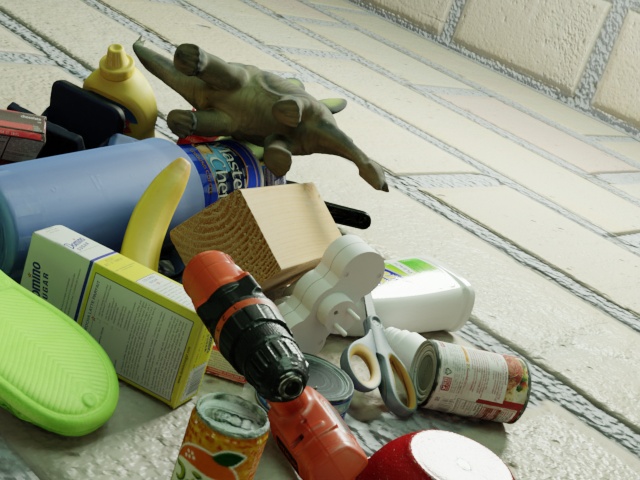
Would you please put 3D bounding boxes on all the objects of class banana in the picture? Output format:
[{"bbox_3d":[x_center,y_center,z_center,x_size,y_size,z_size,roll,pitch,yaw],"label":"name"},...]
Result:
[{"bbox_3d":[-0.156,0.010,1.002,0.070,0.037,0.198,-10,56,12],"label":"banana"}]

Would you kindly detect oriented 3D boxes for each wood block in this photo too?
[{"bbox_3d":[-0.058,0.001,1.108,0.091,0.090,0.205,61,19,5],"label":"wood block"}]

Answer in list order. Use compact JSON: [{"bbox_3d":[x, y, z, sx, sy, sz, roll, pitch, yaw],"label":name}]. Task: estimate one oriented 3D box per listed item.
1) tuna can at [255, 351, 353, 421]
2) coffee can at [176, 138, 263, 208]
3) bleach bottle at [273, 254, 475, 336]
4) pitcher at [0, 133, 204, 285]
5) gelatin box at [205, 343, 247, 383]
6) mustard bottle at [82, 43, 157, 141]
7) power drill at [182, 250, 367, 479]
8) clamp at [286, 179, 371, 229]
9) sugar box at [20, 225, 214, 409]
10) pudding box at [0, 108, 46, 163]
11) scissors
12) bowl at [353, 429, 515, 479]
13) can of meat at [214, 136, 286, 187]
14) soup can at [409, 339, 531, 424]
[{"bbox_3d":[-0.014,0.135,0.965,0.086,0.034,0.086,17,20,-7],"label":"tuna can"},{"bbox_3d":[-0.149,-0.066,1.267,0.103,0.103,0.140,29,23,26],"label":"coffee can"},{"bbox_3d":[0.053,0.068,1.163,0.250,0.068,0.103,-6,33,-44],"label":"bleach bottle"},{"bbox_3d":[-0.235,-0.018,1.054,0.149,0.145,0.242,18,20,34],"label":"pitcher"},{"bbox_3d":[-0.103,0.095,0.996,0.089,0.030,0.073,17,19,-5],"label":"gelatin box"},{"bbox_3d":[-0.241,-0.154,1.285,0.096,0.192,0.058,27,49,18],"label":"mustard bottle"},{"bbox_3d":[-0.029,0.110,0.817,0.057,0.187,0.185,-31,34,-7],"label":"power drill"},{"bbox_3d":[-0.031,-0.041,1.403,0.172,0.039,0.120,23,24,31],"label":"clamp"},{"bbox_3d":[-0.176,0.063,0.920,0.176,0.093,0.048,26,21,18],"label":"sugar box"},{"bbox_3d":[-0.358,-0.102,1.165,0.089,0.114,0.039,9,58,-28],"label":"pudding box"},{"bbox_3d":[0.041,0.087,1.058,0.096,0.016,0.202,17,38,-40],"label":"scissors"},{"bbox_3d":[0.105,0.202,0.868,0.162,0.055,0.162,17,20,-7],"label":"bowl"},{"bbox_3d":[-0.091,-0.083,1.359,0.102,0.084,0.057,21,39,30],"label":"can of meat"},{"bbox_3d":[0.146,0.139,1.051,0.102,0.068,0.068,13,21,-16],"label":"soup can"}]
